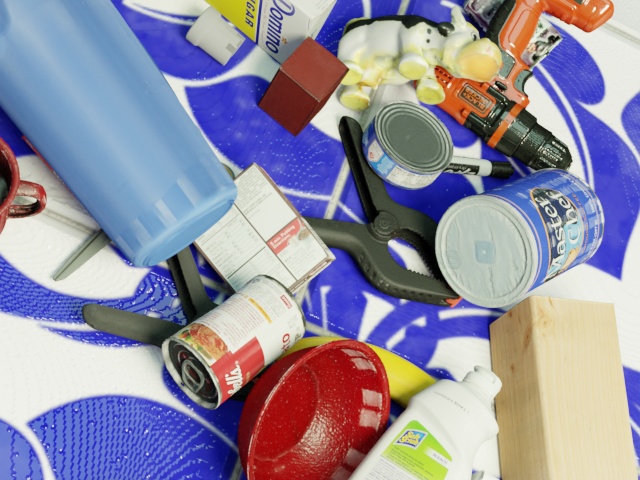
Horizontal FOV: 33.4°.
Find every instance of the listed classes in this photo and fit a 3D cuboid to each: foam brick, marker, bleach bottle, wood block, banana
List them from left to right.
[{"bbox_3d":[-0.018,-0.147,1.025,0.051,0.078,0.053,41,61,-1],"label":"foam brick"},{"bbox_3d":[0.055,0.131,0.953,0.198,0.037,0.069,34,59,-3],"label":"banana"},{"bbox_3d":[0.077,0.211,0.883,0.103,0.068,0.250,32,67,21],"label":"bleach bottle"},{"bbox_3d":[0.142,-0.077,1.084,0.121,0.020,0.020,5,66,-17],"label":"marker"},{"bbox_3d":[0.218,0.164,0.967,0.090,0.090,0.206,6,65,-17],"label":"wood block"}]

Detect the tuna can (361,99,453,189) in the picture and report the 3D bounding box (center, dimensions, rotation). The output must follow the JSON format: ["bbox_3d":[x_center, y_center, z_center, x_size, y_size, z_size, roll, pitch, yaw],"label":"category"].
[{"bbox_3d":[0.084,-0.092,1.032,0.086,0.034,0.086,14,54,-20],"label":"tuna can"}]

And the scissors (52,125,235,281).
[{"bbox_3d":[-0.148,-0.022,0.960,0.096,0.016,0.201,30,61,-5],"label":"scissors"}]

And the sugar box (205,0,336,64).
[{"bbox_3d":[-0.075,-0.255,1.043,0.176,0.093,0.048,42,61,2],"label":"sugar box"}]

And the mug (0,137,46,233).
[{"bbox_3d":[-0.286,-0.037,0.880,0.117,0.082,0.093,2,67,-18],"label":"mug"}]

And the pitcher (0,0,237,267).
[{"bbox_3d":[-0.174,-0.104,0.895,0.149,0.145,0.243,-36,86,-16],"label":"pitcher"}]

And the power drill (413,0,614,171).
[{"bbox_3d":[0.217,-0.180,1.093,0.184,0.057,0.187,36,87,5],"label":"power drill"}]

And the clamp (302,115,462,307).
[{"bbox_3d":[0.045,-0.005,1.009,0.210,0.036,0.164,45,61,7],"label":"clamp"}]

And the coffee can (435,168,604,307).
[{"bbox_3d":[0.188,-0.005,0.997,0.140,0.103,0.103,-20,75,-48],"label":"coffee can"}]

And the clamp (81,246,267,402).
[{"bbox_3d":[-0.117,0.081,0.913,0.120,0.039,0.171,-38,83,-28],"label":"clamp"}]

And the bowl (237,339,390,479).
[{"bbox_3d":[-0.015,0.150,0.883,0.161,0.055,0.162,-19,118,-40],"label":"bowl"}]

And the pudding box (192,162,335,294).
[{"bbox_3d":[-0.056,0.001,0.950,0.090,0.039,0.113,-40,82,3],"label":"pudding box"}]

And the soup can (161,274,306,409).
[{"bbox_3d":[-0.070,0.081,0.873,0.102,0.069,0.068,-36,83,-32],"label":"soup can"}]
